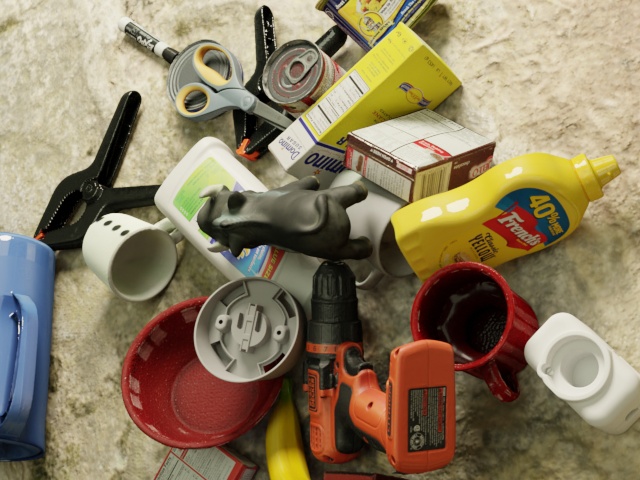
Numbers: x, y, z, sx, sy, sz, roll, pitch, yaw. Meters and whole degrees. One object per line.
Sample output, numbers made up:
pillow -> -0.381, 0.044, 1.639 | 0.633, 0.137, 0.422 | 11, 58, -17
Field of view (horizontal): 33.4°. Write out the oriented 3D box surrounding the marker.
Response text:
marker -> -0.201, -0.235, 1.268 | 0.121, 0.020, 0.020 | 36, 94, 35

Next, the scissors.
scissors -> -0.090, -0.133, 1.122 | 0.096, 0.016, 0.202 | -46, 55, 13

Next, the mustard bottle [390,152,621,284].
mustard bottle -> 0.164, -0.024, 0.914 | 0.192, 0.096, 0.058 | -26, 42, 14

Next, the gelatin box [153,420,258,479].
gelatin box -> -0.113, 0.229, 1.044 | 0.089, 0.030, 0.073 | 29, 91, 36

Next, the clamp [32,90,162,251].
clamp -> -0.255, -0.065, 1.232 | 0.210, 0.036, 0.164 | -33, 59, 19

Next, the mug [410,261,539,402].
mug -> 0.139, 0.083, 0.903 | 0.093, 0.081, 0.117 | -33, 59, 19

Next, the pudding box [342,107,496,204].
pudding box -> 0.091, -0.079, 0.976 | 0.090, 0.113, 0.039 | 32, 127, 37

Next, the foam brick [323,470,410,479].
foam brick -> 0.042, 0.228, 0.917 | 0.051, 0.078, 0.053 | -6, 70, 33

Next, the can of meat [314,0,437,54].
can of meat -> 0.060, -0.241, 1.062 | 0.084, 0.057, 0.102 | 43, 101, 0

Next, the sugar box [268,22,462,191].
sugar box -> 0.044, -0.121, 1.029 | 0.176, 0.093, 0.048 | -44, 56, 13

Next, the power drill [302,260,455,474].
power drill -> 0.043, 0.111, 0.906 | 0.188, 0.057, 0.184 | -175, 82, -66

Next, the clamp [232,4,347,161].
clamp -> -0.038, -0.166, 1.130 | 0.120, 0.039, 0.171 | 11, 86, 39

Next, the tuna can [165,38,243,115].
tuna can -> -0.129, -0.179, 1.194 | 0.086, 0.033, 0.086 | -11, 68, 29

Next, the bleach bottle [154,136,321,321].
bleach bottle -> -0.057, 0.001, 1.069 | 0.251, 0.068, 0.102 | 40, 89, 32

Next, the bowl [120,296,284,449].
bowl -> -0.109, 0.136, 1.038 | 0.162, 0.055, 0.162 | -5, 57, 8

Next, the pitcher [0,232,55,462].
pitcher -> -0.354, 0.115, 1.176 | 0.149, 0.145, 0.243 | -3, 67, 10

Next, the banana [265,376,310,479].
banana -> -0.029, 0.199, 0.952 | 0.037, 0.069, 0.198 | -9, 24, -5

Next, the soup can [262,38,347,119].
soup can -> -0.002, -0.148, 1.060 | 0.069, 0.102, 0.068 | -11, 68, 29
